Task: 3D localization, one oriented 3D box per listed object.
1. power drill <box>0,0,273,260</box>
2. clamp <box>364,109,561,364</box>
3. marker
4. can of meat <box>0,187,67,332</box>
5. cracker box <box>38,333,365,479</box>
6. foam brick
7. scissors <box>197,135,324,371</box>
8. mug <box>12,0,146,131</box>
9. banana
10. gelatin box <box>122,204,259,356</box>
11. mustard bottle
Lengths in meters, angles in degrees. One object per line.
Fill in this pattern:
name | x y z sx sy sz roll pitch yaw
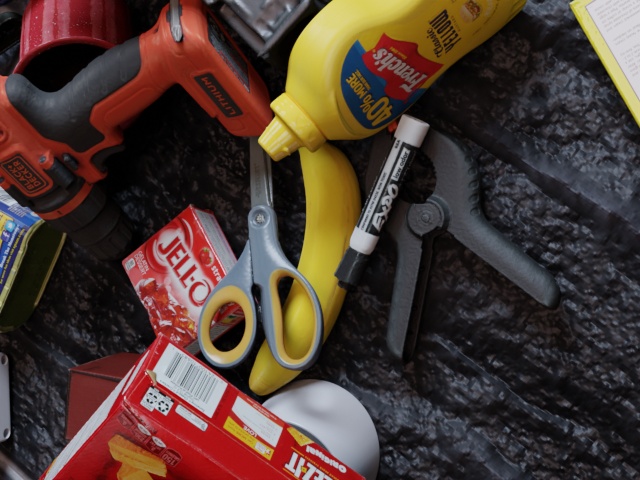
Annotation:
power drill | -0.130 -0.071 0.726 0.188 0.184 0.057 -25 47 14
clamp | 0.069 -0.005 0.708 0.120 0.039 0.171 -31 75 15
marker | 0.038 -0.023 0.694 0.020 0.020 0.121 27 104 18
can of meat | -0.254 0.009 0.823 0.084 0.057 0.102 28 101 16
cracker box | -0.100 0.185 0.700 0.164 0.072 0.214 37 124 -8
foam brick | -0.142 0.115 0.772 0.053 0.078 0.051 6 96 21
scissors | -0.055 0.001 0.730 0.096 0.016 0.202 -24 67 11
mug | -0.159 -0.131 0.761 0.117 0.093 0.081 -1 48 -12
banana | -0.007 0.017 0.742 0.070 0.037 0.198 12 94 47
gelatin box | -0.094 0.030 0.767 0.073 0.030 0.089 -37 66 19
mustard bottle | 0.038 -0.119 0.663 0.191 0.096 0.058 -41 55 2
